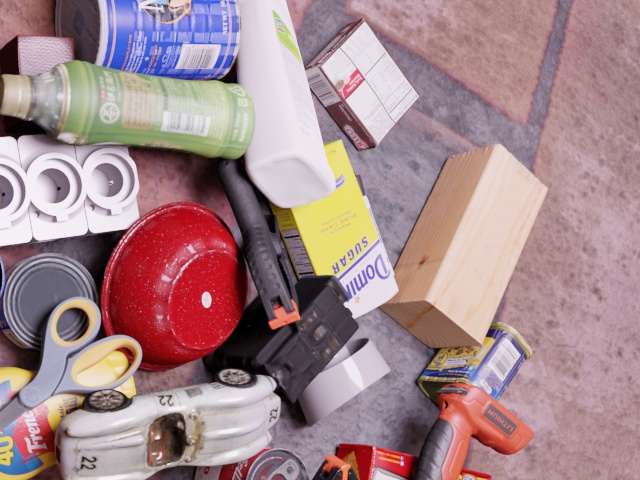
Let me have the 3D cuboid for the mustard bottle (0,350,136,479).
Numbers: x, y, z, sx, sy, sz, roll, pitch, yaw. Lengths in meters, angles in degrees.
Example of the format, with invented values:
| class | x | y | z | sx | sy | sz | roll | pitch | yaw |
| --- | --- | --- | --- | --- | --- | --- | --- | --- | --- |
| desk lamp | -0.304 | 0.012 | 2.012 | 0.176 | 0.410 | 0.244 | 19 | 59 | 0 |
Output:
| class | x | y | z | sx | sy | sz | roll | pitch | yaw |
| --- | --- | --- | --- | --- | --- | --- | --- | --- | --- |
| mustard bottle | -0.251 | 0.153 | 0.899 | 0.191 | 0.058 | 0.096 | -7 | 92 | -34 |

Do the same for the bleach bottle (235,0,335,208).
| class | x | y | z | sx | sy | sz | roll | pitch | yaw |
| --- | --- | --- | --- | --- | --- | --- | --- | --- | --- |
| bleach bottle | -0.046 | -0.164 | 1.047 | 0.102 | 0.068 | 0.251 | 47 | 29 | -58 |

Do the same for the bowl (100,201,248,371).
| class | x | y | z | sx | sy | sz | roll | pitch | yaw |
| --- | --- | --- | --- | --- | --- | --- | --- | --- | --- |
| bowl | -0.118 | 0.048 | 0.973 | 0.161 | 0.055 | 0.162 | -15 | 112 | -42 |

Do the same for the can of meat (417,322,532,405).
| class | x | y | z | sx | sy | sz | roll | pitch | yaw |
| --- | --- | --- | --- | --- | --- | --- | --- | --- | --- |
| can of meat | 0.165 | 0.138 | 1.159 | 0.057 | 0.102 | 0.083 | 50 | 62 | -19 |

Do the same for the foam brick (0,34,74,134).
| class | x | y | z | sx | sy | sz | roll | pitch | yaw |
| --- | --- | --- | --- | --- | --- | --- | --- | --- | --- |
| foam brick | -0.249 | -0.137 | 0.942 | 0.052 | 0.051 | 0.078 | -1 | 84 | -33 |

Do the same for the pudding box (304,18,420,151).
| class | x | y | z | sx | sy | sz | roll | pitch | yaw |
| --- | --- | --- | --- | --- | --- | --- | --- | --- | --- |
| pudding box | 0.045 | -0.168 | 1.154 | 0.113 | 0.039 | 0.090 | 52 | 59 | -20 |

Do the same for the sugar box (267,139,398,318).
| class | x | y | z | sx | sy | sz | roll | pitch | yaw |
| --- | --- | --- | --- | --- | --- | --- | --- | --- | --- |
| sugar box | 0.010 | -0.005 | 1.105 | 0.093 | 0.048 | 0.176 | -28 | 98 | -33 |

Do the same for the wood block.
| class | x | y | z | sx | sy | sz | roll | pitch | yaw |
| --- | --- | --- | --- | --- | --- | --- | --- | --- | --- |
| wood block | 0.158 | 0.006 | 1.177 | 0.090 | 0.091 | 0.206 | 38 | 65 | -24 |

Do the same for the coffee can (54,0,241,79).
| class | x | y | z | sx | sy | sz | roll | pitch | yaw |
| --- | --- | --- | --- | --- | --- | --- | --- | --- | --- |
| coffee can | -0.158 | -0.198 | 0.980 | 0.140 | 0.103 | 0.103 | -7 | 88 | -35 |

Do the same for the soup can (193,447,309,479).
| class | x | y | z | sx | sy | sz | roll | pitch | yaw |
| --- | --- | --- | --- | --- | --- | --- | --- | --- | --- |
| soup can | -0.066 | 0.224 | 0.989 | 0.068 | 0.102 | 0.068 | 5 | 81 | -34 |

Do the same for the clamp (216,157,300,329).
| class | x | y | z | sx | sy | sz | roll | pitch | yaw |
| --- | --- | --- | --- | --- | --- | --- | --- | --- | --- |
| clamp | -0.056 | 0.001 | 0.989 | 0.039 | 0.171 | 0.120 | -29 | 134 | 8 |

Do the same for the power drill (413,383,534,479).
| class | x | y | z | sx | sy | sz | roll | pitch | yaw |
| --- | --- | --- | --- | --- | --- | --- | --- | --- | --- |
| power drill | 0.141 | 0.252 | 1.062 | 0.184 | 0.057 | 0.187 | 41 | 64 | -21 |

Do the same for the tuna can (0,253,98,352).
| class | x | y | z | sx | sy | sz | roll | pitch | yaw |
| --- | --- | --- | --- | --- | --- | --- | --- | --- | --- |
| tuna can | -0.240 | 0.055 | 0.934 | 0.085 | 0.034 | 0.086 | 5 | 81 | -34 |

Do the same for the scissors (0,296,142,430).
| class | x | y | z | sx | sy | sz | roll | pitch | yaw |
| --- | --- | --- | --- | --- | --- | --- | --- | --- | --- |
| scissors | -0.240 | 0.109 | 0.876 | 0.201 | 0.016 | 0.096 | -19 | 77 | -37 |
